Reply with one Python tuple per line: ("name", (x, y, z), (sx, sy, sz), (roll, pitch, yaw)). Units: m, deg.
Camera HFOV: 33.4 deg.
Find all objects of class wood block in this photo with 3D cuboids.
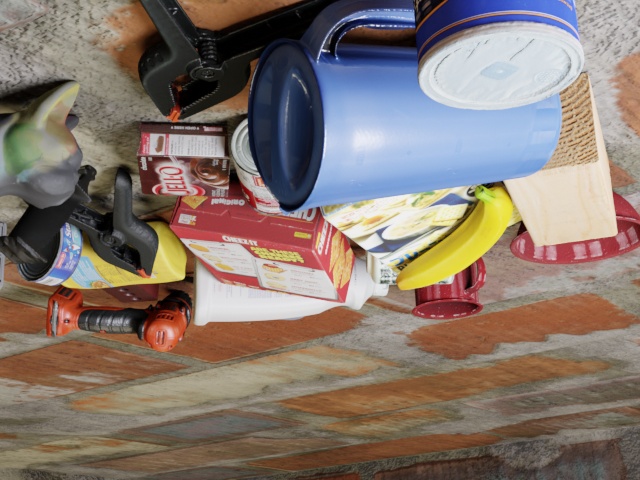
("wood block", (0.233, -0.072, 1.046), (0.090, 0.091, 0.206), (-9, 160, 17))

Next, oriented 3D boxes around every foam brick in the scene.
("foam brick", (-0.249, 0.047, 1.395), (0.053, 0.051, 0.078), (-6, 160, 13))

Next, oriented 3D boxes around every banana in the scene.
("banana", (0.143, -0.004, 1.082), (0.069, 0.037, 0.198), (7, 146, -19))

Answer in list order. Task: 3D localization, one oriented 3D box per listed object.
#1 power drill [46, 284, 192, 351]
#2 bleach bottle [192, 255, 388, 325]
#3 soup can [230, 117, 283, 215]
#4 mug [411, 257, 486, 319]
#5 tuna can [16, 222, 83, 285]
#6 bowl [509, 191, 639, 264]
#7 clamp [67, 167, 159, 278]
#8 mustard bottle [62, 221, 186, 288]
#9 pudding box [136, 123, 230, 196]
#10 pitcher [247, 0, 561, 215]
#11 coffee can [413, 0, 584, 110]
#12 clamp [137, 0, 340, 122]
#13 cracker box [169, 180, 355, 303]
("power drill", (-0.273, 0.099, 1.476), (0.187, 0.057, 0.184), (5, -170, 0))
("bleach bottle", (-0.037, 0.061, 1.376), (0.250, 0.102, 0.068), (2, 161, -9))
("soup can", (-0.050, -0.074, 1.049), (0.068, 0.068, 0.102), (-3, 160, 2))
("mug", (0.171, 0.050, 1.399), (0.093, 0.081, 0.117), (11, 157, -32))
("tuna can", (-0.312, 0.008, 1.230), (0.086, 0.086, 0.033), (-17, 157, 36))
("bowl", (0.300, -0.022, 1.246), (0.162, 0.055, 0.162), (-2, 160, -1))
("clamp", (-0.242, -0.016, 1.191), (0.120, 0.039, 0.171), (1, 140, 17))
("mustard bottle", (-0.268, 0.023, 1.312), (0.192, 0.058, 0.096), (-7, 150, 13))
("pudding box", (-0.136, -0.079, 1.069), (0.090, 0.039, 0.113), (1, 160, -6))
("pitcher", (0.074, -0.106, 0.861), (0.242, 0.145, 0.149), (-6, 175, -27))
("coffee can", (0.109, -0.169, 0.685), (0.103, 0.140, 0.103), (-2, 161, -1))
("clamp", (-0.082, -0.153, 0.869), (0.164, 0.036, 0.210), (1, 160, -18))
("cracker box", (-0.058, 0.001, 1.217), (0.164, 0.072, 0.213), (9, 163, 13))
